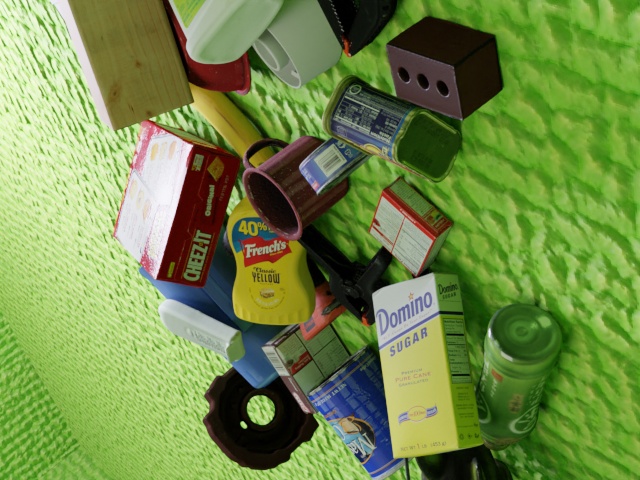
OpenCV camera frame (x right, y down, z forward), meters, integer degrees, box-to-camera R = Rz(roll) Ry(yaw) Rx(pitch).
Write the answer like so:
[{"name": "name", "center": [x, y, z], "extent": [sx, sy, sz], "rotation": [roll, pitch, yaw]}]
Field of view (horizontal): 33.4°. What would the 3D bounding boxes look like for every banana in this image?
[{"name": "banana", "center": [-0.099, -0.129, 1.253], "extent": [0.198, 0.037, 0.069], "rotation": [47, 174, 14]}]

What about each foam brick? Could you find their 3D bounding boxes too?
[{"name": "foam brick", "center": [0.099, -0.140, 0.862], "extent": [0.078, 0.051, 0.053], "rotation": [28, 146, 43]}]

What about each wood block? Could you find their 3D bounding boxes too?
[{"name": "wood block", "center": [-0.208, -0.227, 1.076], "extent": [0.091, 0.090, 0.206], "rotation": [33, 142, 65]}]

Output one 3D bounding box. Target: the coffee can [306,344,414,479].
[{"name": "coffee can", "center": [0.064, 0.219, 1.353], "extent": [0.140, 0.102, 0.103], "rotation": [51, 156, 3]}]

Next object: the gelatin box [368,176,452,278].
[{"name": "gelatin box", "center": [0.090, -0.013, 1.080], "extent": [0.073, 0.030, 0.089], "rotation": [43, 155, 16]}]

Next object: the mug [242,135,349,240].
[{"name": "mug", "center": [-0.032, -0.067, 1.155], "extent": [0.117, 0.081, 0.093], "rotation": [42, 154, 21]}]

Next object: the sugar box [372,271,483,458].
[{"name": "sugar box", "center": [0.107, 0.127, 1.085], "extent": [0.094, 0.048, 0.176], "rotation": [-22, 73, 45]}]

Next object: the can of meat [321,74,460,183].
[{"name": "can of meat", "center": [0.065, -0.096, 0.938], "extent": [0.084, 0.057, 0.101], "rotation": [29, -175, 35]}]

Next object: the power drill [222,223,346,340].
[{"name": "power drill", "center": [-0.048, 0.035, 1.354], "extent": [0.187, 0.057, 0.185], "rotation": [51, 156, 3]}]

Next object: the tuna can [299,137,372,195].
[{"name": "tuna can", "center": [0.021, -0.083, 1.037], "extent": [0.034, 0.086, 0.086], "rotation": [53, 156, 2]}]

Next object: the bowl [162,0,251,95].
[{"name": "bowl", "center": [-0.130, -0.217, 1.108], "extent": [0.162, 0.055, 0.162], "rotation": [58, 163, 29]}]

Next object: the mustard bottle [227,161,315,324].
[{"name": "mustard bottle", "center": [-0.058, 0.002, 1.234], "extent": [0.096, 0.058, 0.192], "rotation": [4, 114, 15]}]

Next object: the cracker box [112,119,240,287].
[{"name": "cracker box", "center": [-0.181, -0.050, 1.314], "extent": [0.214, 0.072, 0.164], "rotation": [30, 106, 61]}]

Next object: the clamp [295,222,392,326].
[{"name": "clamp", "center": [0.047, 0.043, 1.206], "extent": [0.120, 0.039, 0.171], "rotation": [19, 155, 38]}]

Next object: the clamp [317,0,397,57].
[{"name": "clamp", "center": [0.015, -0.247, 0.882], "extent": [0.165, 0.036, 0.210], "rotation": [39, 153, 26]}]

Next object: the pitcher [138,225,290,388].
[{"name": "pitcher", "center": [-0.127, 0.084, 1.472], "extent": [0.243, 0.149, 0.145], "rotation": [48, 131, 0]}]

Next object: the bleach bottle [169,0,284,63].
[{"name": "bleach bottle", "center": [-0.128, -0.292, 0.986], "extent": [0.103, 0.067, 0.251], "rotation": [-43, 68, 37]}]

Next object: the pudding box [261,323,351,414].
[{"name": "pudding box", "center": [-0.010, 0.160, 1.420], "extent": [0.113, 0.090, 0.039], "rotation": [59, 154, -13]}]
